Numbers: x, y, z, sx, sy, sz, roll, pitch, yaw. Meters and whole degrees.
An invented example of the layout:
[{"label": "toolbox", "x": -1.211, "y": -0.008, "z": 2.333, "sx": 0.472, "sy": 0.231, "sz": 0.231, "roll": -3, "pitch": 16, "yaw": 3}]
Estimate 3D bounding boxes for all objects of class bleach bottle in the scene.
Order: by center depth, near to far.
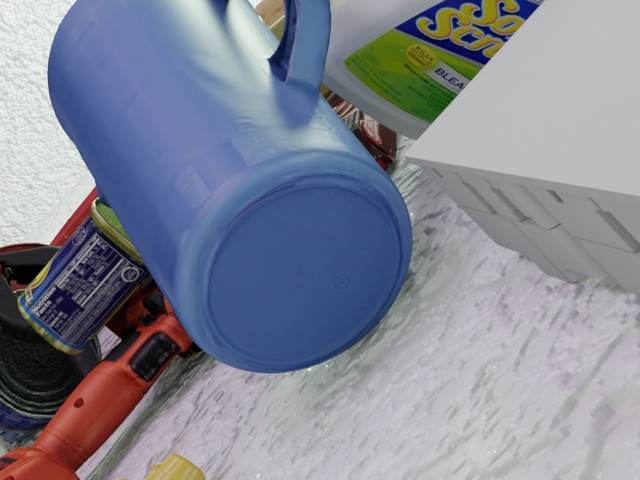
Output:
[{"label": "bleach bottle", "x": 0.096, "y": -0.126, "z": 0.504, "sx": 0.251, "sy": 0.102, "sz": 0.068, "roll": -25, "pitch": 38, "yaw": 57}]

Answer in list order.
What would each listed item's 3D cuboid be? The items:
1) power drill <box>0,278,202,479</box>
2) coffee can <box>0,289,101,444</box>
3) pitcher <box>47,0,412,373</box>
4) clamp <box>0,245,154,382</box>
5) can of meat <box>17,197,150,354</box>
[{"label": "power drill", "x": -0.109, "y": 0.084, "z": 0.618, "sx": 0.187, "sy": 0.057, "sz": 0.185, "roll": -51, "pitch": 11, "yaw": -25}, {"label": "coffee can", "x": -0.253, "y": 0.109, "z": 0.853, "sx": 0.141, "sy": 0.102, "sz": 0.102, "roll": -31, "pitch": 22, "yaw": 45}, {"label": "pitcher", "x": -0.047, "y": -0.052, "z": 0.532, "sx": 0.145, "sy": 0.149, "sz": 0.243, "roll": -24, "pitch": 36, "yaw": -11}, {"label": "clamp", "x": -0.178, "y": 0.055, "z": 0.759, "sx": 0.172, "sy": 0.039, "sz": 0.120, "roll": 10, "pitch": 46, "yaw": 20}, {"label": "can of meat", "x": -0.139, "y": 0.016, "z": 0.679, "sx": 0.084, "sy": 0.057, "sz": 0.102, "roll": -47, "pitch": 8, "yaw": 12}]
